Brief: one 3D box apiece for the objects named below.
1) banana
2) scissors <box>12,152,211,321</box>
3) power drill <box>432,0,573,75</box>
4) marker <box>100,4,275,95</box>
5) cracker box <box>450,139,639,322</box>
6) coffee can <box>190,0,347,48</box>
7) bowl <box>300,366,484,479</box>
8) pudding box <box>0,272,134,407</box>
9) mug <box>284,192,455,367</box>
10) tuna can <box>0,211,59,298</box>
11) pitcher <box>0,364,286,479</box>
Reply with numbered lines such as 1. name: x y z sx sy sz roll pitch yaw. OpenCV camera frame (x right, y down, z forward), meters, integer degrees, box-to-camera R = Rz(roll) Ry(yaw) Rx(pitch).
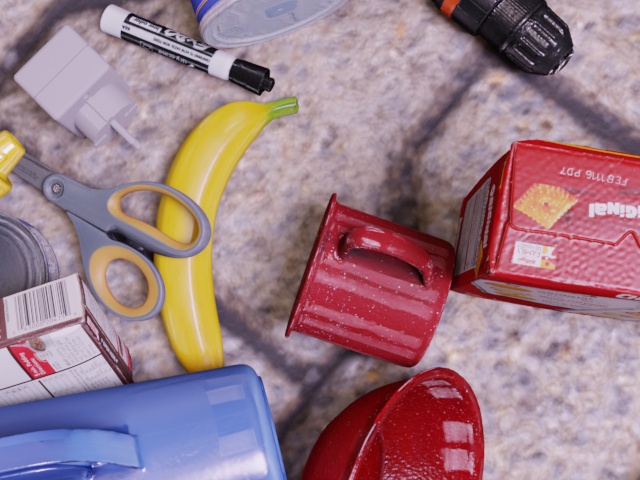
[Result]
1. banana: -0.071 -0.008 0.678 0.069 0.037 0.198 15 86 3
2. scissors: -0.162 -0.012 0.676 0.202 0.016 0.096 14 94 20
3. power drill: 0.133 -0.221 0.678 0.184 0.057 0.187 43 88 5
4. marker: -0.085 -0.123 0.693 0.121 0.020 0.020 23 86 8
5. cracker box: 0.163 0.004 0.580 0.164 0.213 0.072 9 85 3
6. coffee can: -0.048 -0.205 0.661 0.103 0.103 0.140 -20 85 0
7. bowl: 0.035 0.148 0.622 0.055 0.161 0.162 10 85 36
8. pudding box: -0.181 0.074 0.648 0.113 0.090 0.039 -17 53 1
9. mug: 0.033 0.023 0.636 0.081 0.117 0.093 19 64 -2
10. tuna can: -0.212 0.024 0.682 0.086 0.034 0.086 0 85 2
11. pitcher: -0.143 0.145 0.609 0.242 0.149 0.145 -13 107 -6
